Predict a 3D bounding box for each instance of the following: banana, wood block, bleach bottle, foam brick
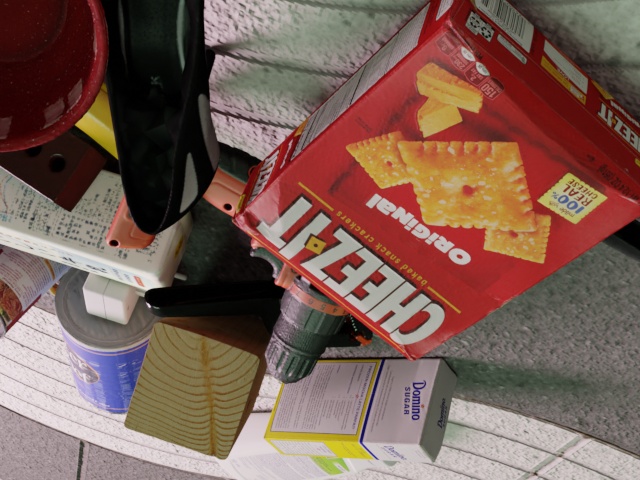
[{"bbox_3d":[-0.184,-0.101,0.794,0.070,0.037,0.197,-16,134,44],"label":"banana"},{"bbox_3d":[-0.097,0.115,0.940,0.090,0.091,0.206,18,-178,1],"label":"wood block"},{"bbox_3d":[0.002,0.230,1.189,0.251,0.068,0.102,-11,138,37],"label":"bleach bottle"},{"bbox_3d":[-0.215,-0.066,0.822,0.078,0.053,0.051,32,174,5],"label":"foam brick"}]

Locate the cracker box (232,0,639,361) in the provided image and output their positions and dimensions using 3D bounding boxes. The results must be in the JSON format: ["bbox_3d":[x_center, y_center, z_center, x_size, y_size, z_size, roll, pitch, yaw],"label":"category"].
[{"bbox_3d":[0.073,-0.034,0.658,0.164,0.072,0.214,39,130,-14],"label":"cracker box"}]

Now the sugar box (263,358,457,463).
[{"bbox_3d":[0.038,0.163,1.031,0.176,0.093,0.048,-2,144,32],"label":"sugar box"}]

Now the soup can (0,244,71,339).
[{"bbox_3d":[-0.283,0.032,0.982,0.069,0.102,0.068,23,141,20],"label":"soup can"}]

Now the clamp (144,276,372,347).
[{"bbox_3d":[-0.032,0.044,0.881,0.165,0.036,0.209,-35,136,10],"label":"clamp"}]

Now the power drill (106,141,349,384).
[{"bbox_3d":[-0.055,0.001,0.777,0.187,0.057,0.184,22,107,-10],"label":"power drill"}]

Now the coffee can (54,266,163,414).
[{"bbox_3d":[-0.192,0.090,1.014,0.103,0.102,0.140,16,147,5],"label":"coffee can"}]

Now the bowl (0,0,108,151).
[{"bbox_3d":[-0.199,-0.134,0.624,0.162,0.055,0.162,2,125,2],"label":"bowl"}]
